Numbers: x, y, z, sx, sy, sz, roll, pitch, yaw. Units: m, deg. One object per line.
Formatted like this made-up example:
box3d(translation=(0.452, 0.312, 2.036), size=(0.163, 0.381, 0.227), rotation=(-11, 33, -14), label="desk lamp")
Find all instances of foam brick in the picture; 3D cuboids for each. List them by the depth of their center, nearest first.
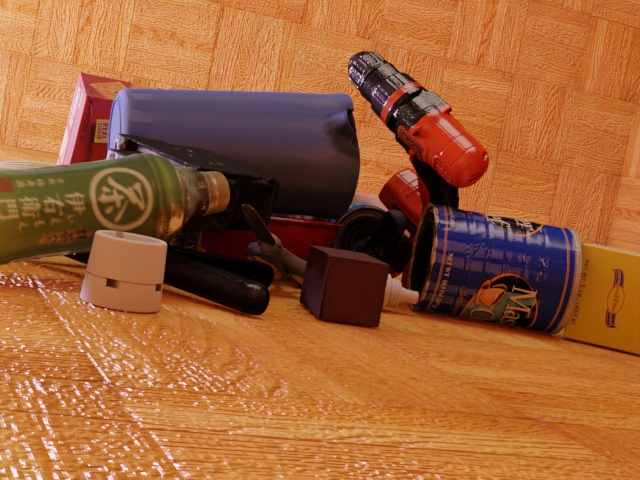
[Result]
box3d(translation=(0.019, 0.036, 0.872), size=(0.051, 0.053, 0.078), rotation=(10, 5, -13), label="foam brick")

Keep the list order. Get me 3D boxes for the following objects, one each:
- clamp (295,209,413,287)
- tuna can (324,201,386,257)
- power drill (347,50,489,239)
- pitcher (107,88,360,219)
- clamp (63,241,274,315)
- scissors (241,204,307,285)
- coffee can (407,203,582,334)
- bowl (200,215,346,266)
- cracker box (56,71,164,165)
box3d(translation=(0.056, 0.011, 1.059), size=(0.120, 0.039, 0.171), rotation=(-28, -12, 23), label="clamp")
box3d(translation=(0.044, 0.001, 1.165), size=(0.086, 0.086, 0.034), rotation=(9, 7, -20), label="tuna can")
box3d(translation=(0.093, -0.085, 1.081), size=(0.184, 0.057, 0.187), rotation=(50, -15, 27), label="power drill")
box3d(translation=(-0.092, -0.087, 1.092), size=(0.242, 0.149, 0.145), rotation=(2, 22, -18), label="pitcher")
box3d(translation=(-0.132, 0.016, 0.871), size=(0.210, 0.036, 0.164), rotation=(15, 3, 5), label="clamp")
box3d(translation=(-0.026, 0.013, 0.910), size=(0.096, 0.016, 0.202), rotation=(25, -13, 0), label="scissors")
box3d(translation=(0.163, 0.027, 1.010), size=(0.140, 0.103, 0.103), rotation=(10, 4, -5), label="coffee can")
box3d(translation=(-0.057, 0.001, 1.066), size=(0.162, 0.055, 0.162), rotation=(6, 2, 0), label="bowl")
box3d(translation=(-0.190, -0.090, 1.237), size=(0.213, 0.164, 0.072), rotation=(9, 30, -24), label="cracker box")
